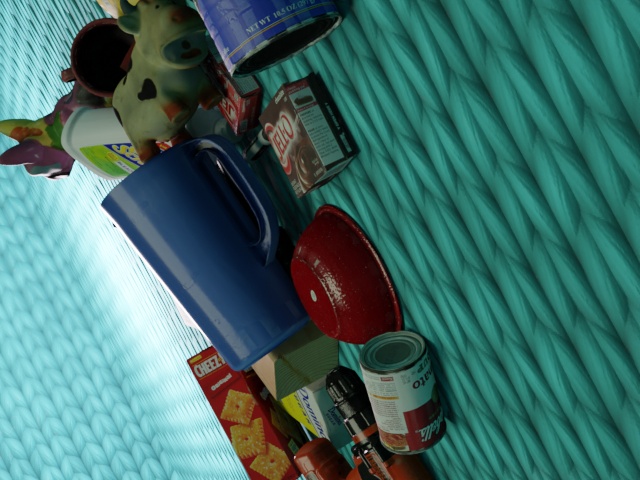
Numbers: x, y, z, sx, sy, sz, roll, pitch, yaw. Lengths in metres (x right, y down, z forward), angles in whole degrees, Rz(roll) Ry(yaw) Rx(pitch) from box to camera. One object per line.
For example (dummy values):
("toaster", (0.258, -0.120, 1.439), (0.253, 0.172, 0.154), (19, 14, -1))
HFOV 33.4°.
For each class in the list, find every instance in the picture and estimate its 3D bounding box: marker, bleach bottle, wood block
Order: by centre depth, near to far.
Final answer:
("marker", (-0.063, -0.105, 1.146), (0.020, 0.020, 0.121), (62, 161, 1))
("bleach bottle", (-0.194, -0.124, 1.272), (0.251, 0.068, 0.102), (-3, 146, 42))
("wood block", (-0.071, 0.080, 1.304), (0.206, 0.090, 0.091), (50, 156, 33))

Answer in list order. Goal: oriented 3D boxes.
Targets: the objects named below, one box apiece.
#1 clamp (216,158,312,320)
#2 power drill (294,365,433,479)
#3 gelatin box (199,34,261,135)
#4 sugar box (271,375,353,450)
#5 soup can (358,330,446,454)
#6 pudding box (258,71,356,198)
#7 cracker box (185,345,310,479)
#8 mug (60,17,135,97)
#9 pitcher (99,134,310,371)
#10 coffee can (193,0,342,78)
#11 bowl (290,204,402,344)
("clamp", (-0.058, 0.002, 1.245), (0.210, 0.036, 0.164), (57, 170, 7))
("power drill", (0.038, 0.245, 1.233), (0.184, 0.057, 0.188), (57, 148, 8))
("gelatin box", (-0.097, -0.167, 1.136), (0.089, 0.030, 0.073), (57, 160, 18))
("sugar box", (-0.020, 0.197, 1.390), (0.176, 0.048, 0.093), (27, 141, 61))
("soup can", (0.080, 0.147, 1.037), (0.069, 0.068, 0.102), (33, 144, 55))
("pudding box", (-0.014, -0.097, 1.002), (0.090, 0.039, 0.114), (62, 161, 3))
("cracker box", (-0.091, 0.239, 1.509), (0.214, 0.072, 0.164), (61, -172, 5))
("mug", (-0.257, -0.215, 1.291), (0.081, 0.117, 0.093), (-63, -49, -82))
("pitcher", (-0.113, 0.012, 1.159), (0.243, 0.145, 0.149), (53, 167, 2))
("coffee can", (-0.059, -0.218, 0.864), (0.140, 0.102, 0.103), (62, 161, 1))
("bowl", (0.016, 0.047, 1.090), (0.162, 0.055, 0.162), (51, 157, 31))
